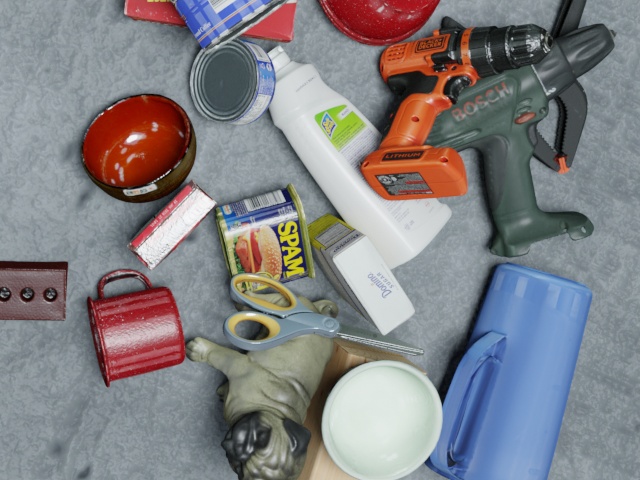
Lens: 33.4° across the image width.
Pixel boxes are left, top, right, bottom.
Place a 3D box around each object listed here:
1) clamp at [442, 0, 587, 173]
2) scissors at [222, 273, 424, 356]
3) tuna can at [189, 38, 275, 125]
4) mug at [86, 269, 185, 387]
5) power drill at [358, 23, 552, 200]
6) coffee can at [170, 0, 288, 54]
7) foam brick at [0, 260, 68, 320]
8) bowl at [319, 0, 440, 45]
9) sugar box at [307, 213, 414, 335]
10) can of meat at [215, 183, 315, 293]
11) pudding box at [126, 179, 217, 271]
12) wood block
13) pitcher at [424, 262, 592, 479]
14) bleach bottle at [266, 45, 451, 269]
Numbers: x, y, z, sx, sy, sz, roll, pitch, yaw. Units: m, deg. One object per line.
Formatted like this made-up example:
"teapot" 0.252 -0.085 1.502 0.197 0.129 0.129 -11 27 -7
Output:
"clamp" 0.224 -0.171 1.155 0.164 0.036 0.210 -12 104 -2
"scissors" -0.007 0.094 1.033 0.202 0.016 0.096 27 49 11
"tuna can" -0.086 -0.157 1.059 0.033 0.086 0.086 -1 101 -56
"mug" -0.187 0.083 1.073 0.081 0.093 0.117 -12 64 -17
"power drill" 0.125 -0.130 1.042 0.057 0.185 0.187 48 51 -40
"coffee can" -0.100 -0.253 0.952 0.102 0.103 0.140 -35 98 -7
"foam brick" -0.289 0.049 1.055 0.078 0.051 0.053 1 98 -14
"bowl" 0.074 -0.277 1.076 0.161 0.055 0.162 -6 104 -27
"sugar box" 0.034 0.029 1.064 0.048 0.176 0.093 -35 104 -7
"can of meat" -0.057 0.001 1.089 0.084 0.057 0.102 -16 128 -8
"pudding box" -0.145 -0.015 1.048 0.090 0.113 0.039 -45 97 -4
"wood block" 0.029 0.218 1.134 0.090 0.090 0.206 16 93 -15
"pitcher" 0.202 0.150 1.144 0.145 0.149 0.243 17 90 -1
"bleach bottle" 0.026 -0.094 1.099 0.251 0.068 0.102 53 45 -8
